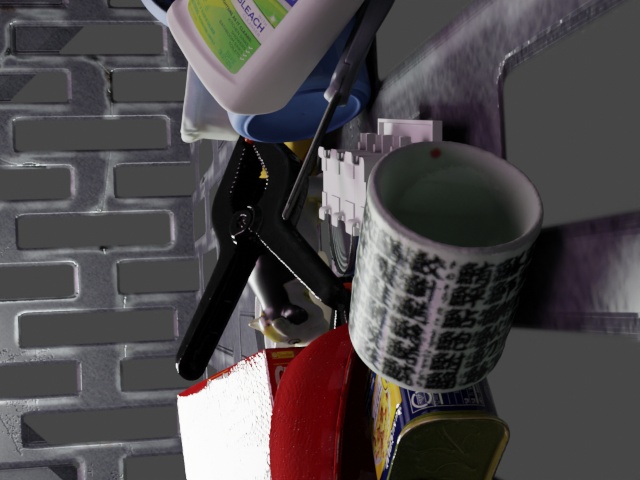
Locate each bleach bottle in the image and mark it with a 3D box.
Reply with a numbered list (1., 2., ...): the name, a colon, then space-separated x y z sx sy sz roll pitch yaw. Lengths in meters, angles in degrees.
1. bleach bottle: -0.001 -0.189 0.637 0.102 0.067 0.251 58 134 18

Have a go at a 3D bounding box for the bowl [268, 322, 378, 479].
1. bowl: 0.008 0.121 0.673 0.162 0.055 0.162 3 -90 -73

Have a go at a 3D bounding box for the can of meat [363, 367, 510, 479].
1. can of meat: 0.058 0.094 0.579 0.084 0.057 0.102 -100 13 -45

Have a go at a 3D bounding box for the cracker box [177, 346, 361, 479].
1. cracker box: -0.032 0.199 0.785 0.164 0.072 0.214 -33 62 54

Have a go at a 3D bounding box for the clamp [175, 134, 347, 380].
1. clamp: -0.055 0.001 0.829 0.165 0.036 0.210 -33 46 28

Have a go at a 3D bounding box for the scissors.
1. scissors: 0.021 -0.110 0.648 0.096 0.016 0.201 121 172 -49

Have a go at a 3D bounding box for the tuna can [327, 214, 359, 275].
1. tuna can: 0.029 -0.018 0.767 0.086 0.033 0.086 178 90 -79
